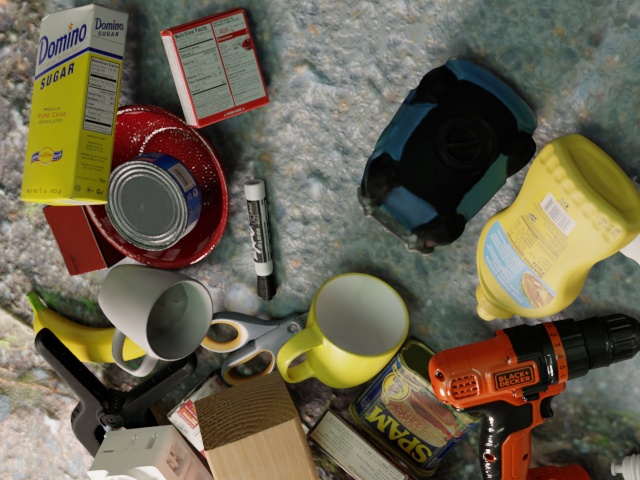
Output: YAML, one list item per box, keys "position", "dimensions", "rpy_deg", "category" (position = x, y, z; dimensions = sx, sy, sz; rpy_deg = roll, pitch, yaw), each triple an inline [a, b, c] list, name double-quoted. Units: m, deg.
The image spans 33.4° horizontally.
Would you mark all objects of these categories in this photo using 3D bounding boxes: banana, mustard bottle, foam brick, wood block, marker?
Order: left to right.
- position: [-0.233, -0.011, 1.074]
  dimensions: [0.053, 0.051, 0.078]
  rpy_deg: [-11, 106, 29]
  category: "foam brick"
- position: [-0.232, 0.097, 1.128]
  dimensions: [0.198, 0.037, 0.069]
  rpy_deg: [4, 112, 23]
  category: "banana"
- position: [-0.057, 0.001, 1.018]
  dimensions: [0.020, 0.020, 0.121]
  rpy_deg: [4, 113, 23]
  category: "marker"
- position: [-0.043, 0.242, 1.014]
  dimensions: [0.090, 0.091, 0.206]
  rpy_deg: [-20, 114, -6]
  category: "wood block"
- position: [0.179, 0.008, 0.873]
  dimensions: [0.096, 0.058, 0.192]
  rpy_deg: [53, 141, 20]
  category: "mustard bottle"

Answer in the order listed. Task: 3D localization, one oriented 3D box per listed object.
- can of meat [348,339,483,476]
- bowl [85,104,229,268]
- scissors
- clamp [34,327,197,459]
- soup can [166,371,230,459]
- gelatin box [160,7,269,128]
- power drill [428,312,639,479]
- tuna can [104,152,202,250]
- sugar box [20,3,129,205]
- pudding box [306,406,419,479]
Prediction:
- position: [0.092, 0.155, 0.994]
  dimensions: [0.102, 0.057, 0.084]
  rpy_deg: [39, 119, 4]
  category: "can of meat"
- position: [-0.147, -0.057, 1.012]
  dimensions: [0.162, 0.055, 0.162]
  rpy_deg: [9, 115, 21]
  category: "bowl"
- position: [-0.044, 0.074, 1.036]
  dimensions: [0.096, 0.016, 0.202]
  rpy_deg: [37, 123, -13]
  category: "scissors"
- position: [-0.208, 0.176, 1.132]
  dimensions: [0.164, 0.036, 0.210]
  rpy_deg: [4, 131, 3]
  category: "clamp"
- position: [-0.099, 0.192, 1.089]
  dimensions: [0.102, 0.068, 0.069]
  rpy_deg: [46, 122, 1]
  category: "soup can"
- position: [-0.092, -0.152, 0.937]
  dimensions: [0.030, 0.073, 0.089]
  rpy_deg: [16, 125, 61]
  category: "gelatin box"
- position: [0.196, 0.157, 0.927]
  dimensions: [0.184, 0.057, 0.187]
  rpy_deg: [-12, 113, 1]
  category: "power drill"
- position: [-0.151, -0.036, 0.970]
  dimensions: [0.086, 0.033, 0.086]
  rpy_deg: [9, 115, 20]
  category: "tuna can"
- position: [-0.225, -0.121, 0.971]
  dimensions: [0.094, 0.048, 0.176]
  rpy_deg: [1, 87, 45]
  category: "sugar box"
- position: [0.051, 0.212, 0.995]
  dimensions: [0.114, 0.090, 0.039]
  rpy_deg: [33, 82, 37]
  category: "pudding box"
